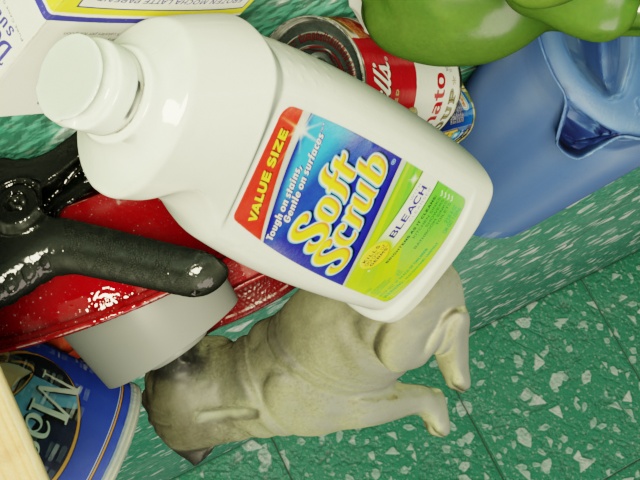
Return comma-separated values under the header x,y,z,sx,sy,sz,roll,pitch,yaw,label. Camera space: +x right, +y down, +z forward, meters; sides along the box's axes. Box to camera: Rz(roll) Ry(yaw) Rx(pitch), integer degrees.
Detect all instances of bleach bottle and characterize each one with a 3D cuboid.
x,y,z,sx,sy,sz,roll,pitch,yaw,label
-0.019,-0.027,0.441,0.103,0.068,0.250,-53,150,14,bleach bottle

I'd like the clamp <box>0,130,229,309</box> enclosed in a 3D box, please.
x,y,z,sx,sy,sz,roll,pitch,yaw,label
-0.130,-0.018,0.494,0.171,0.120,0.039,-7,143,0,clamp

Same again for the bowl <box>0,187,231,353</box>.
x,y,z,sx,sy,sz,roll,pitch,yaw,label
-0.119,0.002,0.564,0.162,0.055,0.162,-19,-169,3,bowl

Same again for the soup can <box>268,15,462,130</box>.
x,y,z,sx,sy,sz,roll,pitch,yaw,label
0.023,-0.083,0.568,0.069,0.068,0.102,-36,165,34,soup can

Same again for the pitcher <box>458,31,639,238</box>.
x,y,z,sx,sy,sz,roll,pitch,yaw,label
0.163,-0.093,0.725,0.149,0.145,0.243,-11,166,-18,pitcher

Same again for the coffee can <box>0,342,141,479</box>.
x,y,z,sx,sy,sz,roll,pitch,yaw,label
-0.190,0.102,0.622,0.103,0.140,0.103,-51,-160,27,coffee can
